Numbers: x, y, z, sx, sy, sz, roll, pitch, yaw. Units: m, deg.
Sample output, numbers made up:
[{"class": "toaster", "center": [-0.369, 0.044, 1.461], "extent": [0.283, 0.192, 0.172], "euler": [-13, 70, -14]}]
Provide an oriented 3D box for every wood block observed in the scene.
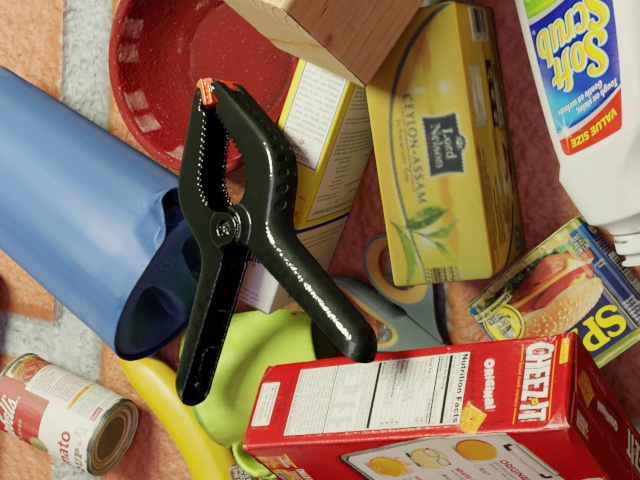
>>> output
[{"class": "wood block", "center": [0.033, -0.207, 0.617], "extent": [0.091, 0.090, 0.206], "euler": [33, 89, 42]}]

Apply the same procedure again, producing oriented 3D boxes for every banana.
[{"class": "banana", "center": [-0.101, 0.169, 0.842], "extent": [0.070, 0.037, 0.198], "euler": [-21, 90, 25]}]

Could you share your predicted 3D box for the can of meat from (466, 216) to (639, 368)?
[{"class": "can of meat", "center": [0.158, 0.045, 0.694], "extent": [0.102, 0.057, 0.084], "euler": [-42, 80, 25]}]

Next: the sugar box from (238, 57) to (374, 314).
[{"class": "sugar box", "center": [-0.006, -0.043, 0.730], "extent": [0.048, 0.093, 0.176], "euler": [28, 109, 17]}]

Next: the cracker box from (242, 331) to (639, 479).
[{"class": "cracker box", "center": [0.085, 0.134, 0.679], "extent": [0.214, 0.072, 0.164], "euler": [-10, 138, 30]}]

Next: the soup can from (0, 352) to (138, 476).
[{"class": "soup can", "center": [-0.208, 0.141, 0.867], "extent": [0.102, 0.068, 0.068], "euler": [21, 107, 20]}]

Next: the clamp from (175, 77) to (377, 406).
[{"class": "clamp", "center": [-0.054, 0.001, 0.684], "extent": [0.165, 0.036, 0.210], "euler": [-27, 72, 36]}]

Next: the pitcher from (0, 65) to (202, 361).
[{"class": "pitcher", "center": [-0.190, -0.022, 0.806], "extent": [0.243, 0.144, 0.149], "euler": [35, 97, 19]}]

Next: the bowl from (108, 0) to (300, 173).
[{"class": "bowl", "center": [-0.071, -0.128, 0.760], "extent": [0.162, 0.055, 0.162], "euler": [4, 98, 28]}]

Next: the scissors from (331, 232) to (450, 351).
[{"class": "scissors", "center": [0.092, 0.066, 0.749], "extent": [0.202, 0.016, 0.096], "euler": [26, 102, 10]}]
